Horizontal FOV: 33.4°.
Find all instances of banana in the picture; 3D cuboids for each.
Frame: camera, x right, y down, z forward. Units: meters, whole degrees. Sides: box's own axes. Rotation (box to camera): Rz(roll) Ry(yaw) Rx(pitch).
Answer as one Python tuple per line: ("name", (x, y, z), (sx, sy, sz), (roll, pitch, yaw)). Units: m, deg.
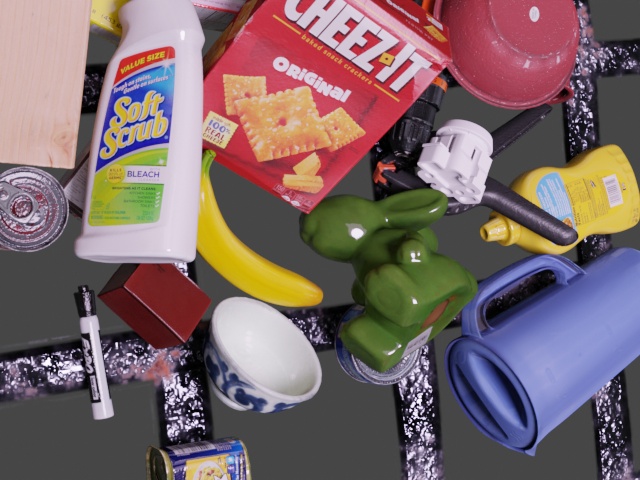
("banana", (-0.074, 0.007, 0.997), (0.070, 0.037, 0.197), (-29, 122, 14))

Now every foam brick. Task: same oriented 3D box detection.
("foam brick", (-0.149, 0.053, 0.962), (0.078, 0.051, 0.053), (46, 54, -18))

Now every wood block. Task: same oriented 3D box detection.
("wood block", (-0.238, -0.172, 0.869), (0.090, 0.090, 0.206), (4, 107, -20))

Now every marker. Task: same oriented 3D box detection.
("marker", (-0.204, 0.100, 0.960), (0.020, 0.020, 0.121), (-10, 94, -25))

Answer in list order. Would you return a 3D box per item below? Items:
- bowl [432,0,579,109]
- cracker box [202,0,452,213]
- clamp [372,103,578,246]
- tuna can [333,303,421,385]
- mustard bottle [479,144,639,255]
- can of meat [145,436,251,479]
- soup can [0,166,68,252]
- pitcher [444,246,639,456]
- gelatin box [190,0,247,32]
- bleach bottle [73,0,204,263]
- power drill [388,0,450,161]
("bowl", (0.193, -0.212, 1.039), (0.162, 0.055, 0.162), (4, 79, -18))
("cracker box", (-0.013, -0.143, 0.954), (0.164, 0.214, 0.072), (31, 33, -22))
("clamp", (0.159, -0.078, 1.099), (0.210, 0.036, 0.164), (6, 63, -7))
("tuna can", (0.059, 0.102, 1.075), (0.086, 0.034, 0.086), (0, 90, -25))
("mustard bottle", (0.254, -0.035, 1.153), (0.191, 0.058, 0.096), (-19, 96, -24))
("can of meat", (-0.111, 0.235, 0.983), (0.083, 0.058, 0.102), (-4, 92, -27))
("soup can", (-0.255, -0.025, 0.890), (0.068, 0.102, 0.068), (0, 90, -25))
("pitcher", (0.254, 0.095, 1.117), (0.242, 0.149, 0.145), (-30, 60, -26))
("gelatin box", (-0.092, -0.216, 0.983), (0.089, 0.073, 0.030), (5, 87, -25))
("bleach bottle", (-0.150, -0.108, 0.909), (0.103, 0.068, 0.251), (0, 83, 16))
("power drill", (0.044, -0.188, 1.039), (0.187, 0.057, 0.184), (18, 77, -26))
